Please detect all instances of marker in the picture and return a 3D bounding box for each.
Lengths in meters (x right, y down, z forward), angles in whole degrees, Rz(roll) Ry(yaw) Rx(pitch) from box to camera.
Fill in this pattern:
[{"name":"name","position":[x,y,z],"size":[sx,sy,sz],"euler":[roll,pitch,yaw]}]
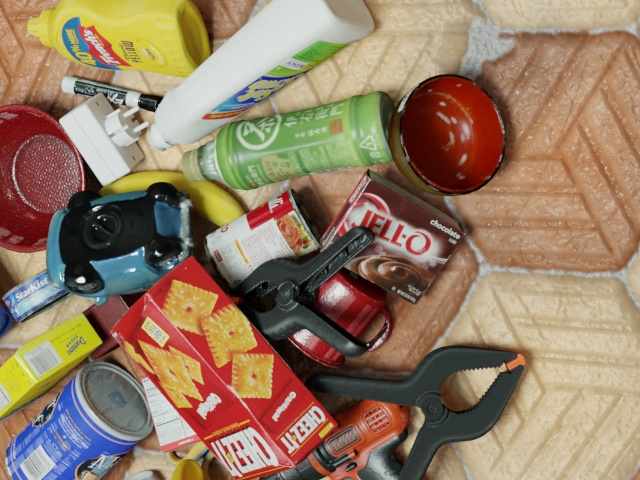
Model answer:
[{"name":"marker","position":[-0.220,-0.155,1.139],"size":[0.121,0.020,0.020],"euler":[14,104,17]}]

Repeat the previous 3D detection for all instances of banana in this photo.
[{"name":"banana","position":[-0.156,-0.039,1.128],"size":[0.198,0.037,0.070],"euler":[16,104,16]}]

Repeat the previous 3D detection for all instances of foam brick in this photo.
[{"name":"foam brick","position":[-0.224,0.086,1.166],"size":[0.078,0.053,0.051],"euler":[-35,87,21]}]

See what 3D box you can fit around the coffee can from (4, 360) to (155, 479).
[{"name":"coffee can","position":[-0.265,0.216,1.178],"size":[0.140,0.102,0.103],"euler":[-44,84,21]}]

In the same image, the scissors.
[{"name":"scissors","position":[-0.086,0.199,1.157],"size":[0.202,0.016,0.096],"euler":[-38,84,22]}]

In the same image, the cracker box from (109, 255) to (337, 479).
[{"name":"cracker box","position":[-0.104,0.134,1.054],"size":[0.213,0.072,0.164],"euler":[50,151,-2]}]

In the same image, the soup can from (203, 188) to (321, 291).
[{"name":"soup can","position":[-0.057,0.001,1.071],"size":[0.102,0.068,0.068],"euler":[-29,89,7]}]

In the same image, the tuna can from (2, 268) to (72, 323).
[{"name":"tuna can","position":[-0.303,0.056,1.172],"size":[0.086,0.086,0.034],"euler":[-31,90,22]}]

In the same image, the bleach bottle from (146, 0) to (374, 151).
[{"name":"bleach bottle","position":[-0.072,-0.165,1.053],"size":[0.251,0.102,0.068],"euler":[-33,79,28]}]

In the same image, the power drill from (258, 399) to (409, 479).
[{"name":"power drill","position":[0.047,0.268,1.099],"size":[0.185,0.057,0.187],"euler":[-35,87,22]}]

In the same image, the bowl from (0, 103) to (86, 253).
[{"name":"bowl","position":[-0.314,-0.070,1.169],"size":[0.162,0.055,0.162],"euler":[4,101,19]}]

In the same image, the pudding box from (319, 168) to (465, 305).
[{"name":"pudding box","position":[0.069,-0.003,1.034],"size":[0.113,0.039,0.090],"euler":[28,110,-13]}]

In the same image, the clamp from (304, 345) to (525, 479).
[{"name":"clamp","position":[0.098,0.156,1.038],"size":[0.210,0.036,0.164],"euler":[-36,87,1]}]

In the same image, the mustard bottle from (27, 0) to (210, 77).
[{"name":"mustard bottle","position":[-0.214,-0.214,1.090],"size":[0.192,0.096,0.058],"euler":[8,62,19]}]

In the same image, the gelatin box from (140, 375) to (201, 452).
[{"name":"gelatin box","position":[-0.148,0.177,1.158],"size":[0.073,0.030,0.089],"euler":[-23,78,27]}]

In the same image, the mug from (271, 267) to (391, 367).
[{"name":"mug","position":[0.021,0.071,1.064],"size":[0.117,0.093,0.081],"euler":[33,106,-21]}]

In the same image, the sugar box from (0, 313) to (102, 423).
[{"name":"sugar box","position":[-0.315,0.147,1.157],"size":[0.048,0.093,0.177],"euler":[53,136,5]}]

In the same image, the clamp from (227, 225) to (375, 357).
[{"name":"clamp","position":[-0.018,0.062,1.001],"size":[0.172,0.039,0.120],"euler":[-19,58,37]}]
